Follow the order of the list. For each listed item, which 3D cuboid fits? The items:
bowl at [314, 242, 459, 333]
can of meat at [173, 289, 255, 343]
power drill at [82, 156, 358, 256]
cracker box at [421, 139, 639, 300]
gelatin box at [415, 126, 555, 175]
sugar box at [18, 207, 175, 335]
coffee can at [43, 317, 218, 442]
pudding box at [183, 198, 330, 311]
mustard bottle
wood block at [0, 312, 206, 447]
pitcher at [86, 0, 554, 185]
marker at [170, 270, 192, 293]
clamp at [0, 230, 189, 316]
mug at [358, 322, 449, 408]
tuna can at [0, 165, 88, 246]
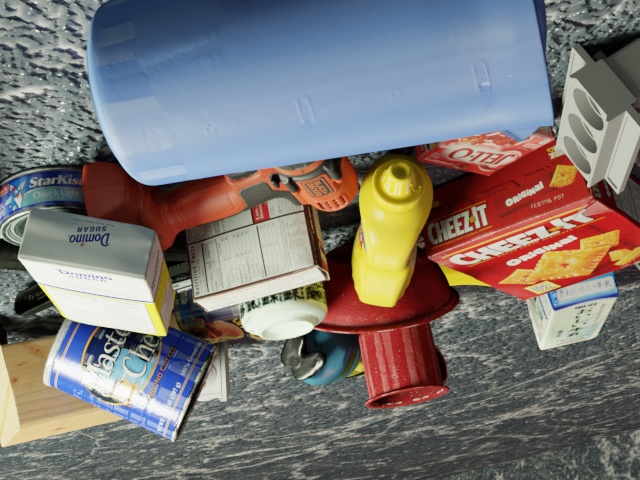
[{"bbox_3d":[0.052,0.037,1.028,0.162,0.055,0.162,-6,-165,1],"label":"bowl"},{"bbox_3d":[-0.096,0.068,1.100,0.084,0.057,0.102,-11,159,11],"label":"can of meat"},{"bbox_3d":[-0.076,-0.049,0.791,0.188,0.057,0.184,-15,157,13],"label":"power drill"},{"bbox_3d":[0.214,-0.013,1.009,0.164,0.072,0.213,-23,156,29],"label":"cracker box"},{"bbox_3d":[0.129,-0.082,0.842,0.089,0.030,0.073,8,153,-41],"label":"gelatin box"},{"bbox_3d":[-0.166,0.028,0.822,0.093,0.048,0.176,10,160,-1],"label":"sugar box"},{"bbox_3d":[-0.185,0.122,1.047,0.140,0.102,0.103,24,157,1],"label":"coffee can"},{"bbox_3d":[-0.056,0.001,0.888,0.113,0.090,0.039,-16,159,13],"label":"pudding box"},{"bbox_3d":[0.059,-0.017,0.885,0.058,0.096,0.192,10,159,3],"label":"mustard bottle"},{"bbox_3d":[-0.241,0.147,1.146,0.205,0.090,0.091,-9,163,-32],"label":"wood block"},{"bbox_3d":[-0.001,-0.113,0.582,0.243,0.149,0.145,-11,175,11],"label":"pitcher"},{"bbox_3d":[-0.160,0.048,1.028,0.121,0.020,0.020,-16,163,-23],"label":"marker"},{"bbox_3d":[-0.198,0.024,0.957,0.210,0.036,0.165,-7,161,-10],"label":"clamp"},{"bbox_3d":[0.097,0.135,1.182,0.117,0.081,0.093,6,155,-39],"label":"mug"},{"bbox_3d":[-0.207,-0.024,0.827,0.086,0.034,0.086,-9,160,-4],"label":"tuna can"}]
